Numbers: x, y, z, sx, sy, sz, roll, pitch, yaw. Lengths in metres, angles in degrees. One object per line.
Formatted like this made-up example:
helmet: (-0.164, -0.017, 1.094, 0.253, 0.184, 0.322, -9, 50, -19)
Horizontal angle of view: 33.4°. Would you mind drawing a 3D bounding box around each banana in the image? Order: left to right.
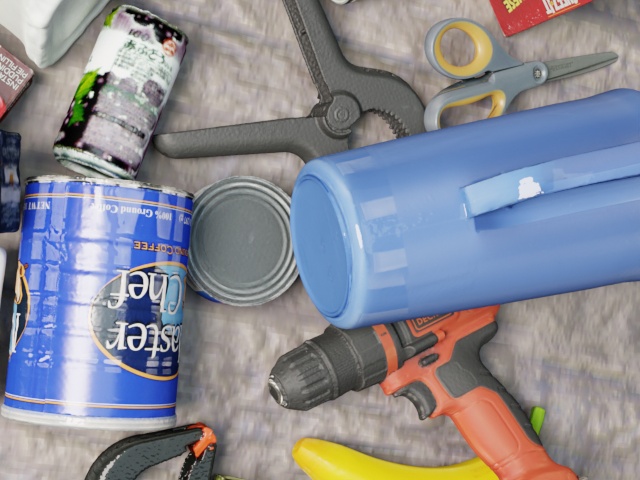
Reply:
banana: (0.076, 0.163, 0.752, 0.197, 0.037, 0.069, -3, 69, -22)

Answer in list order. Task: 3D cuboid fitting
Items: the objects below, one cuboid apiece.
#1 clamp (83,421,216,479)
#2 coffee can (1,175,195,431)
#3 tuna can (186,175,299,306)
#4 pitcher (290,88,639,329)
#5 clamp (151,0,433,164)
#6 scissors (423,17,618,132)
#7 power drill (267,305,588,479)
clamp: (-0.125, 0.189, 0.672, 0.171, 0.039, 0.120, -36, 107, -11)
coffee can: (-0.132, 0.038, 0.640, 0.102, 0.103, 0.140, 6, 85, -21)
tuna can: (-0.055, 0.001, 0.708, 0.086, 0.034, 0.086, 1, 87, -21)
pitcher: (0.112, -0.021, 0.683, 0.242, 0.145, 0.149, -11, 128, -21)
clamp: (-0.001, -0.080, 0.729, 0.209, 0.036, 0.164, 38, 84, -20)
scissors: (0.144, -0.136, 0.776, 0.201, 0.016, 0.096, -33, 112, -29)
power drill: (0.077, 0.123, 0.714, 0.184, 0.057, 0.188, -24, 79, -24)
